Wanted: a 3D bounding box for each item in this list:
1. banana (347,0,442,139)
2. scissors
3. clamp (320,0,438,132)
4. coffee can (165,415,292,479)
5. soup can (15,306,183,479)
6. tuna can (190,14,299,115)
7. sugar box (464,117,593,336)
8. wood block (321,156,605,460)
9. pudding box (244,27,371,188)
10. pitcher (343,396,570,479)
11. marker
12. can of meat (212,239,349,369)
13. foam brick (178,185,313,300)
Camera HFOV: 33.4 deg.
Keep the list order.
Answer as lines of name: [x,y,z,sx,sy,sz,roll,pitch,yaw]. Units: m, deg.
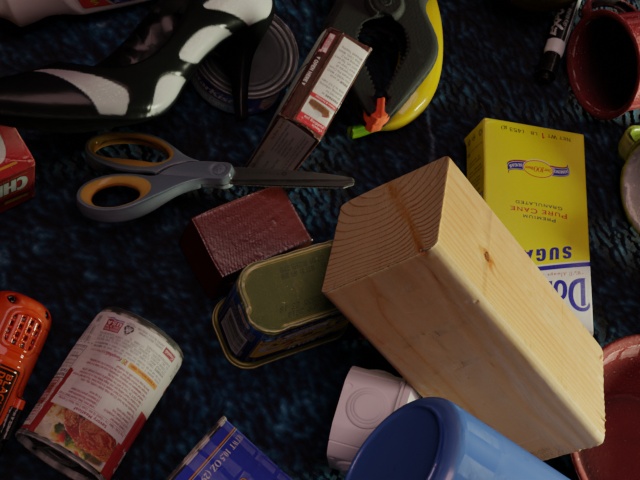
banana: [0.070,-0.169,0.891,0.069,0.037,0.197,14,66,-13]
scissors: [-0.086,-0.035,0.759,0.202,0.016,0.096,15,49,17]
clamp: [0.039,-0.190,0.859,0.164,0.036,0.210,12,70,-4]
coffee can: [-0.044,0.197,0.680,0.140,0.103,0.102,42,64,3]
soup can: [-0.144,0.104,0.708,0.068,0.069,0.102,32,64,-2]
tuna can: [-0.062,-0.143,0.845,0.086,0.034,0.086,5,68,-14]
sugar box: [0.165,-0.005,0.850,0.093,0.048,0.176,7,67,-13]
wood block: [0.103,0.055,0.723,0.206,0.090,0.090,48,35,-27]
pudding box: [-0.012,-0.095,0.797,0.039,0.114,0.090,29,65,-5]
pitcher: [0.133,0.208,0.665,0.242,0.149,0.145,38,54,-19]
marker: [0.214,-0.189,0.950,0.020,0.020,0.121,25,65,-5]
can of meat: [-0.019,0.044,0.757,0.102,0.084,0.057,-17,75,-21]
foam brick: [-0.055,0.001,0.781,0.078,0.053,0.051,-23,77,-22]
